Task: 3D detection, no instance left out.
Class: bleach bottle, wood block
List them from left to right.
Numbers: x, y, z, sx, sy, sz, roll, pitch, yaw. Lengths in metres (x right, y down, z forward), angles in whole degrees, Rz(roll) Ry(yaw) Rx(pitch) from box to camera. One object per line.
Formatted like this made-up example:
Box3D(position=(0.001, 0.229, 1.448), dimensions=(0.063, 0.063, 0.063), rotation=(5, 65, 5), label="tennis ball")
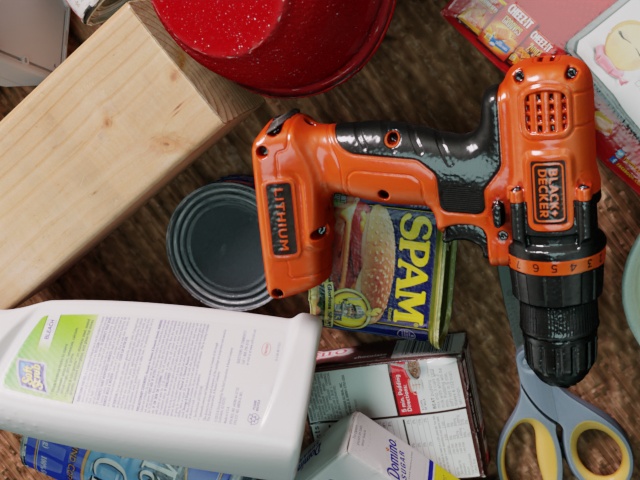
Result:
Box3D(position=(-0.149, -0.051, 0.673), dimensions=(0.206, 0.090, 0.090), rotation=(-38, 94, 19), label="wood block")
Box3D(position=(-0.130, 0.075, 0.639), dimensions=(0.251, 0.102, 0.068), rotation=(10, 145, 1), label="bleach bottle")

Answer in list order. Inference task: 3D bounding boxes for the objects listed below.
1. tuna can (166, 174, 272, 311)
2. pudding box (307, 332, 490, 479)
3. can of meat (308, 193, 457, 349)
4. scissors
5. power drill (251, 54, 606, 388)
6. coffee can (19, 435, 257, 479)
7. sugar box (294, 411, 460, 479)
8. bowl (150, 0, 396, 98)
Box3D(position=(-0.055, 0.001, 0.695), dimensions=(0.086, 0.033, 0.086), rotation=(3, 105, 12), label="tuna can")
Box3D(position=(0.048, 0.114, 0.699), dimensions=(0.114, 0.039, 0.090), rotation=(-8, 105, 18), label="pudding box")
Box3D(position=(0.040, 0.010, 0.664), dimensions=(0.084, 0.057, 0.102), rotation=(7, 106, 14), label="can of meat")
Box3D(position=(0.153, 0.083, 0.678), dimensions=(0.096, 0.016, 0.202), rotation=(3, 105, 11), label="scissors")
Box3D(position=(0.062, -0.006, 0.593), dimensions=(0.188, 0.057, 0.184), rotation=(-1, 106, 16), label="power drill")
Box3D(position=(-0.110, 0.130, 0.705), dimensions=(0.140, 0.102, 0.103), rotation=(22, 108, 7), label="coffee can")
Box3D(position=(0.060, 0.188, 0.683), dimensions=(0.176, 0.048, 0.093), rotation=(38, 123, -12), label="sugar box")
Box3D(position=(-0.041, -0.146, 0.560), dimensions=(0.162, 0.055, 0.162), rotation=(15, 118, 28), label="bowl")
